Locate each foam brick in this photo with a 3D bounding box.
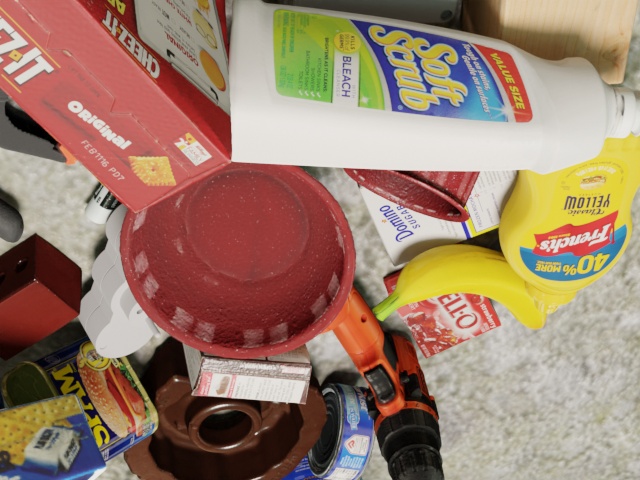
[{"bbox_3d":[-0.228,0.044,0.813,0.078,0.053,0.051,-31,129,14],"label":"foam brick"}]

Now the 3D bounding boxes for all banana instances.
[{"bbox_3d":[0.127,0.036,0.855,0.197,0.037,0.070,8,131,-38],"label":"banana"}]

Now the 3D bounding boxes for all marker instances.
[{"bbox_3d":[-0.134,-0.060,0.768,0.020,0.020,0.121,23,121,-28],"label":"marker"}]

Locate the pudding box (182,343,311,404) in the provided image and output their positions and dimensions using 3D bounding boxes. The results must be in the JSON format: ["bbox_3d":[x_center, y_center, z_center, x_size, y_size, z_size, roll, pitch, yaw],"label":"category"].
[{"bbox_3d":[-0.061,0.080,0.838,0.090,0.113,0.039,6,114,-16],"label":"pudding box"}]

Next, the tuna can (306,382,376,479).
[{"bbox_3d":[0.017,0.170,0.950,0.033,0.086,0.086,12,126,-19],"label":"tuna can"}]

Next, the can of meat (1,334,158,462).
[{"bbox_3d":[-0.188,0.131,0.845,0.058,0.083,0.102,-32,86,37],"label":"can of meat"}]

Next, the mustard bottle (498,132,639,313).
[{"bbox_3d":[0.182,-0.018,0.783,0.096,0.058,0.192,-4,133,-7],"label":"mustard bottle"}]

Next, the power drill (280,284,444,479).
[{"bbox_3d":[0.035,0.097,0.841,0.057,0.184,0.187,-27,120,9],"label":"power drill"}]

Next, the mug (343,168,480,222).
[{"bbox_3d":[0.065,-0.073,0.722,0.117,0.093,0.081,30,81,-37],"label":"mug"}]

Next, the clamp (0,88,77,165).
[{"bbox_3d":[-0.203,-0.119,0.691,0.120,0.039,0.171,-33,136,16],"label":"clamp"}]

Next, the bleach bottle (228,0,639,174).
[{"bbox_3d":[0.070,-0.091,0.646,0.250,0.102,0.068,2,150,-4],"label":"bleach bottle"}]

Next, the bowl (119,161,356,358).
[{"bbox_3d":[-0.055,0.001,0.746,0.162,0.055,0.162,2,117,4],"label":"bowl"}]

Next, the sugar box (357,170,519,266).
[{"bbox_3d":[0.120,-0.052,0.812,0.176,0.048,0.093,-19,132,8],"label":"sugar box"}]

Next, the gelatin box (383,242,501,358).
[{"bbox_3d":[0.104,0.053,0.905,0.073,0.030,0.089,-25,130,9],"label":"gelatin box"}]

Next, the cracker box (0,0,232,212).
[{"bbox_3d":[-0.124,-0.143,0.571,0.072,0.213,0.164,-28,130,19],"label":"cracker box"}]
